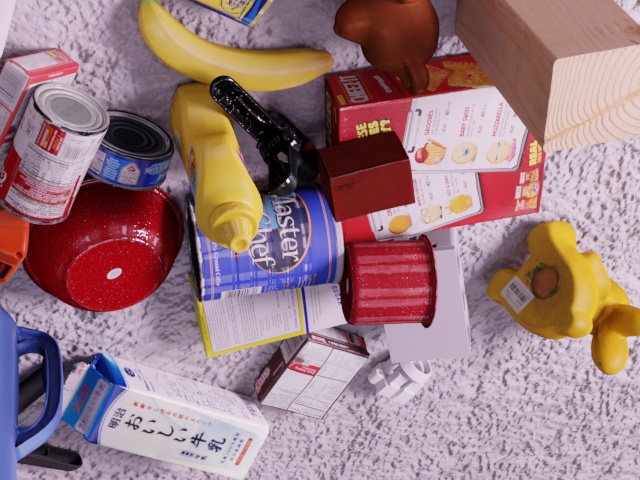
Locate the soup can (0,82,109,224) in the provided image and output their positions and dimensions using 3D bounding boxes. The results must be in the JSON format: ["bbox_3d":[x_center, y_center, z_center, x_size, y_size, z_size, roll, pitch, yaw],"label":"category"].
[{"bbox_3d":[-0.227,-0.073,0.901,0.068,0.068,0.102,15,125,-27],"label":"soup can"}]

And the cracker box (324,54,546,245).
[{"bbox_3d":[0.114,-0.093,1.052,0.213,0.072,0.164,-9,129,-9],"label":"cracker box"}]

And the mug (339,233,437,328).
[{"bbox_3d":[0.062,0.042,1.057,0.081,0.117,0.093,-2,85,-8],"label":"mug"}]

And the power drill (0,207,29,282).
[{"bbox_3d":[-0.355,-0.011,0.932,0.187,0.057,0.185,8,162,-24],"label":"power drill"}]

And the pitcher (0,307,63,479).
[{"bbox_3d":[-0.336,0.174,1.008,0.149,0.243,0.144,-40,130,16],"label":"pitcher"}]

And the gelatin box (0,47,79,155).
[{"bbox_3d":[-0.253,-0.118,0.915,0.030,0.073,0.089,38,117,8],"label":"gelatin box"}]

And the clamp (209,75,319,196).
[{"bbox_3d":[-0.045,-0.096,0.977,0.039,0.171,0.120,-28,89,10],"label":"clamp"}]

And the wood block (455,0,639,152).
[{"bbox_3d":[0.196,-0.174,0.924,0.090,0.206,0.090,-11,130,-10],"label":"wood block"}]

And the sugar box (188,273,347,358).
[{"bbox_3d":[-0.046,0.061,1.141,0.176,0.048,0.093,-14,130,-11],"label":"sugar box"}]

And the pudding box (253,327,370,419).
[{"bbox_3d":[-0.011,0.150,1.228,0.089,0.039,0.114,19,121,-30],"label":"pudding box"}]

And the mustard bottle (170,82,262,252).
[{"bbox_3d":[-0.090,-0.054,0.938,0.058,0.192,0.096,-11,130,-9],"label":"mustard bottle"}]

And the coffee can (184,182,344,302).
[{"bbox_3d":[-0.057,0.001,1.052,0.140,0.103,0.103,-8,129,-11],"label":"coffee can"}]

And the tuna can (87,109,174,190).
[{"bbox_3d":[-0.175,-0.082,0.959,0.086,0.086,0.034,10,122,-24],"label":"tuna can"}]

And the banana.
[{"bbox_3d":[-0.083,-0.168,0.951,0.197,0.037,0.070,17,122,-28],"label":"banana"}]

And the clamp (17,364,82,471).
[{"bbox_3d":[-0.365,0.205,1.160,0.209,0.036,0.165,-6,127,-18],"label":"clamp"}]

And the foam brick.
[{"bbox_3d":[0.041,-0.059,0.977,0.078,0.051,0.053,-13,129,-5],"label":"foam brick"}]

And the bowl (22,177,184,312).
[{"bbox_3d":[-0.203,0.017,1.027,0.162,0.055,0.162,-13,133,-15],"label":"bowl"}]
